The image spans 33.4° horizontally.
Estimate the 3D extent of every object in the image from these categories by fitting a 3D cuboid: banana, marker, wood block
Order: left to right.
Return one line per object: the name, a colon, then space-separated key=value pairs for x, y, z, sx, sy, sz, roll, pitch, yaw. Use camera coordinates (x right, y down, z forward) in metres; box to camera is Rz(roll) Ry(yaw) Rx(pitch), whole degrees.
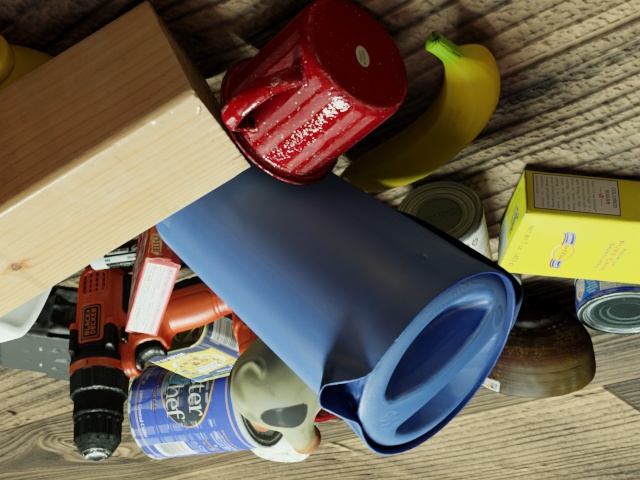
wood block: x=-0.162 y=-0.045 z=0.672 sx=0.206 sy=0.090 sz=0.090 roll=-31 pitch=147 yaw=3
marker: x=-0.145 y=0.010 z=0.929 sx=0.121 sy=0.020 sz=0.020 roll=-7 pitch=148 yaw=21
banana: x=0.072 y=-0.080 z=0.716 sx=0.069 sy=0.037 sz=0.198 roll=16 pitch=151 yaw=-9

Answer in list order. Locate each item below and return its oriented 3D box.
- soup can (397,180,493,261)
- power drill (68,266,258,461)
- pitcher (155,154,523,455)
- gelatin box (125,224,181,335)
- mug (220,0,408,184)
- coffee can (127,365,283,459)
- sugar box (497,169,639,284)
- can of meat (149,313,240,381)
soup can: x=0.099 y=0.012 z=0.827 sx=0.068 sy=0.068 sz=0.102 roll=-3 pitch=140 yaw=15
power drill: x=-0.128 y=0.091 z=0.923 sx=0.188 sy=0.184 sz=0.057 roll=-11 pitch=149 yaw=8
pitcher: x=0.006 y=0.016 z=0.712 sx=0.243 sy=0.145 sz=0.149 roll=38 pitch=178 yaw=35
gelatin box: x=-0.136 y=0.021 z=0.870 sx=0.030 sy=0.073 sz=0.089 roll=11 pitch=132 yaw=-14
mug: x=-0.009 y=-0.091 z=0.644 sx=0.117 sy=0.093 sz=0.082 roll=-16 pitch=166 yaw=-46
coffee can: x=-0.118 y=0.175 z=1.132 sx=0.140 sy=0.103 sz=0.102 roll=-12 pitch=147 yaw=28
sugar box: x=0.231 y=-0.005 z=0.813 sx=0.176 sy=0.048 sz=0.093 roll=7 pitch=151 yaw=-1
can of meat: x=-0.119 y=0.097 z=1.042 sx=0.102 sy=0.057 sz=0.083 roll=-17 pitch=146 yaw=35
